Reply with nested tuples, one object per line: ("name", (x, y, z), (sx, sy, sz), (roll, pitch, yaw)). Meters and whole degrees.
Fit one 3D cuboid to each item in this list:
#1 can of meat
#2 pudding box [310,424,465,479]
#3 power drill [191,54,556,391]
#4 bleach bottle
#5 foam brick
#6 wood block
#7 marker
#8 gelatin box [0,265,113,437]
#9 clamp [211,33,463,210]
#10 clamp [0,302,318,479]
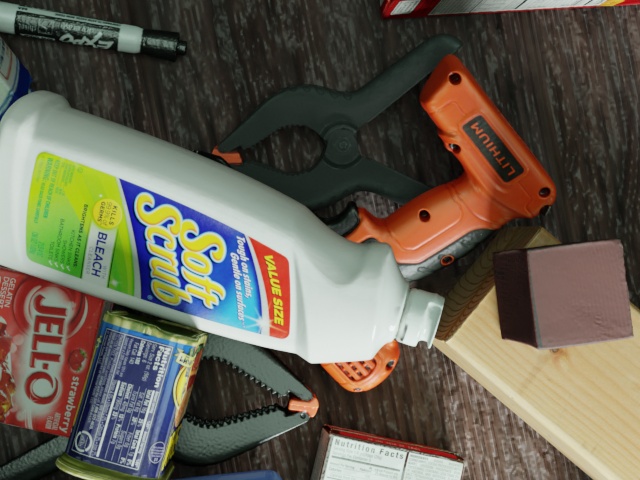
("can of meat", (-0.100, 0.085, 0.589), (0.057, 0.102, 0.084), (15, 86, -1))
("pudding box", (0.034, 0.180, 0.670), (0.090, 0.039, 0.113), (13, 85, -5))
("power drill", (0.028, -0.023, 0.635), (0.188, 0.057, 0.184), (-39, 105, 15))
("bleach bottle", (-0.054, 0.001, 0.586), (0.251, 0.068, 0.103), (17, 112, 6))
("foam brick", (0.128, 0.028, 0.573), (0.051, 0.078, 0.053), (-6, 90, -4))
("wood block", (0.174, 0.091, 0.661), (0.206, 0.090, 0.091), (40, 86, -4))
("marker", (-0.144, -0.130, 0.668), (0.121, 0.020, 0.020), (9, 88, -6))
("gelatin box", (-0.167, 0.064, 0.625), (0.073, 0.030, 0.089), (12, 88, 2))
("clamp", (0.020, -0.052, 0.674), (0.171, 0.039, 0.120), (-15, 91, 2))
("clamp", (-0.106, 0.077, 0.658), (0.210, 0.036, 0.164), (2, 89, -2))
